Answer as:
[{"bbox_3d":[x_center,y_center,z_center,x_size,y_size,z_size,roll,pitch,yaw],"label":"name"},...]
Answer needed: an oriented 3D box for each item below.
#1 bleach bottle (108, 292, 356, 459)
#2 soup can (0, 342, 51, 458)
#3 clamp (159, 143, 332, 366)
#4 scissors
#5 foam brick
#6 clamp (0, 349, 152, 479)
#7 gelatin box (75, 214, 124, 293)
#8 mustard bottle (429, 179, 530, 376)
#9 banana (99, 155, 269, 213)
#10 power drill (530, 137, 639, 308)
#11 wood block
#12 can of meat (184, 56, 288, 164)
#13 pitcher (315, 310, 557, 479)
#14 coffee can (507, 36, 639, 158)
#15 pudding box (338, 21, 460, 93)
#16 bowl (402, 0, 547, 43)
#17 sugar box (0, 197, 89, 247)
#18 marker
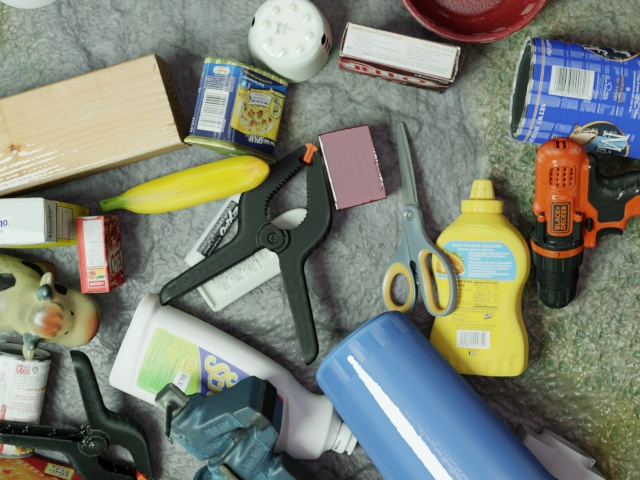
[{"bbox_3d":[-0.078,0.147,1.070,0.251,0.068,0.102,23,99,-2],"label":"bleach bottle"},{"bbox_3d":[-0.313,0.159,1.072,0.068,0.068,0.102,11,92,1],"label":"soup can"},{"bbox_3d":[-0.057,0.001,1.045,0.164,0.036,0.210,16,84,-1],"label":"clamp"},{"bbox_3d":[0.081,-0.010,1.078,0.096,0.016,0.202,-34,65,35],"label":"scissors"},{"bbox_3d":[0.031,-0.073,1.064,0.051,0.053,0.078,-15,93,2],"label":"foam brick"},{"bbox_3d":[-0.222,0.184,1.052,0.171,0.039,0.120,35,106,-30],"label":"clamp"},{"bbox_3d":[-0.216,0.012,1.054,0.030,0.089,0.073,-4,92,0],"label":"gelatin box"},{"bbox_3d":[0.159,0.035,1.060,0.096,0.058,0.191,2,92,22],"label":"mustard bottle"},{"bbox_3d":[-0.120,-0.052,1.043,0.198,0.069,0.037,-13,104,29],"label":"banana"},{"bbox_3d":[0.296,-0.012,1.020,0.188,0.057,0.184,-1,124,9],"label":"power drill"},{"bbox_3d":[-0.242,-0.109,1.051,0.206,0.090,0.091,-16,93,1],"label":"wood block"},{"bbox_3d":[-0.079,-0.126,1.041,0.058,0.101,0.084,12,90,31],"label":"can of meat"},{"bbox_3d":[0.105,0.193,1.018,0.149,0.144,0.243,-44,75,20],"label":"pitcher"},{"bbox_3d":[0.261,-0.137,1.032,0.140,0.103,0.103,8,92,1],"label":"coffee can"},{"bbox_3d":[0.074,-0.177,1.041,0.113,0.090,0.039,11,92,0],"label":"pudding box"},{"bbox_3d":[0.149,-0.271,1.053,0.162,0.055,0.162,0,92,1],"label":"bowl"},{"bbox_3d":[-0.283,-0.015,1.011,0.093,0.176,0.048,-2,92,1],"label":"sugar box"},{"bbox_3d":[-0.097,-0.024,1.085,0.020,0.020,0.121,35,93,0],"label":"marker"}]
